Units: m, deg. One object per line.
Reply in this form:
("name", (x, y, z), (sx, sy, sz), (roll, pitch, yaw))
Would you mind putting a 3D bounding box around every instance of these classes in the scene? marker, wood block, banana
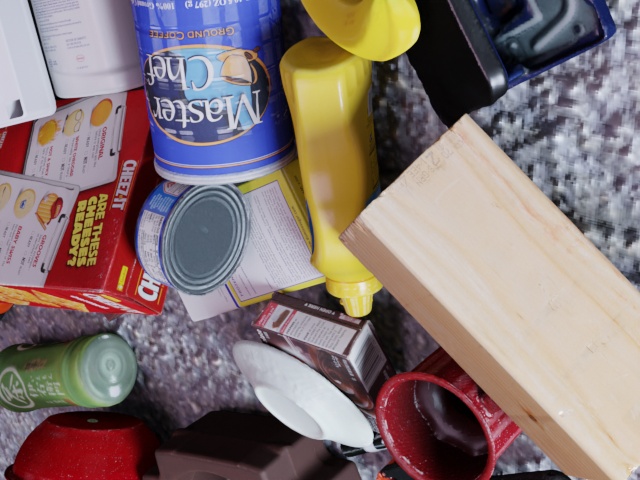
("marker", (0.059, 0.153, 0.835), (0.121, 0.020, 0.020), (-22, 97, 45))
("wood block", (0.117, 0.037, 0.633), (0.206, 0.090, 0.091), (46, 169, 1))
("banana", (0.021, -0.145, 0.639), (0.198, 0.037, 0.069), (-135, 35, -66))

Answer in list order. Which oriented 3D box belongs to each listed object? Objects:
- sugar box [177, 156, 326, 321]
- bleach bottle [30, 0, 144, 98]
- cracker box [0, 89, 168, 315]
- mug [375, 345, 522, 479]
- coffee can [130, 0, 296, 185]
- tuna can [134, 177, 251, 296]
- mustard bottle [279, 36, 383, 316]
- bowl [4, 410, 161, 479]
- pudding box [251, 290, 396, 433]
("sugar box", (-0.055, 0.001, 0.833), (0.177, 0.048, 0.093), (-17, 101, 48))
("bleach bottle", (-0.190, -0.238, 0.808), (0.103, 0.067, 0.251), (2, 112, 42))
("cracker box", (-0.199, -0.029, 0.866), (0.214, 0.072, 0.164), (1, 71, 40))
("mug", (0.105, 0.108, 0.727), (0.093, 0.081, 0.117), (54, 135, 4))
("coffee can", (-0.074, -0.122, 0.741), (0.103, 0.102, 0.140), (13, 120, 35))
("tuna can", (-0.091, -0.005, 0.766), (0.034, 0.085, 0.086), (18, 123, 38))
("mustard bottle", (0.015, -0.036, 0.718), (0.058, 0.096, 0.191), (-5, 114, 8))
("bowl", (-0.216, 0.198, 1.015), (0.162, 0.161, 0.055), (5, 92, 39))
("pudding box", (0.009, 0.094, 0.804), (0.090, 0.039, 0.113), (15, 146, 34))
